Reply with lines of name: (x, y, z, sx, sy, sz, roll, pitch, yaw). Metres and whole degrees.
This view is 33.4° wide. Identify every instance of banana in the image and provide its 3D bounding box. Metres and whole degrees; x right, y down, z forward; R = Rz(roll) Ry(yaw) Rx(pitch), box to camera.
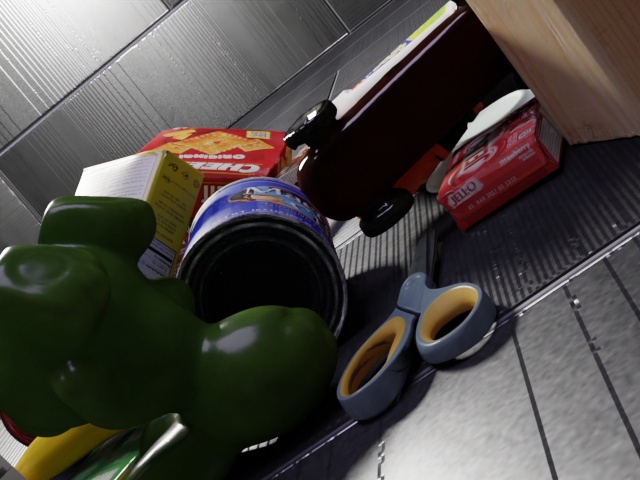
banana: (-0.144, 0.121, 0.714, 0.198, 0.037, 0.069, -28, 16, 44)

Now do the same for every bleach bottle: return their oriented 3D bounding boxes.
bleach bottle: (0.082, -0.173, 1.177, 0.251, 0.068, 0.102, -36, 11, 27)

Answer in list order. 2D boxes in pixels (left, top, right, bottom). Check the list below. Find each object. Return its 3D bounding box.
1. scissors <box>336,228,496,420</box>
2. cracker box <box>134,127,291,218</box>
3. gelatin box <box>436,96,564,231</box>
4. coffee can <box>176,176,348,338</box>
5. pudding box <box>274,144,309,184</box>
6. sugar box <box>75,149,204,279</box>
scissors: (0.065, 0.024, 0.569, 0.096, 0.016, 0.201, -29, 15, 35)
cracker box: (-0.125, -0.072, 1.204, 0.164, 0.072, 0.213, 2, 18, 6)
gelatin box: (0.114, -0.052, 0.669, 0.073, 0.030, 0.089, -35, 11, 27)
coffee can: (-0.038, 0.020, 0.687, 0.103, 0.103, 0.140, -38, 11, 5)
pudding box: (0.010, -0.092, 1.137, 0.090, 0.039, 0.113, -31, 14, 32)
sugar box: (-0.143, 0.028, 0.710, 0.094, 0.048, 0.176, -10, 58, 41)
